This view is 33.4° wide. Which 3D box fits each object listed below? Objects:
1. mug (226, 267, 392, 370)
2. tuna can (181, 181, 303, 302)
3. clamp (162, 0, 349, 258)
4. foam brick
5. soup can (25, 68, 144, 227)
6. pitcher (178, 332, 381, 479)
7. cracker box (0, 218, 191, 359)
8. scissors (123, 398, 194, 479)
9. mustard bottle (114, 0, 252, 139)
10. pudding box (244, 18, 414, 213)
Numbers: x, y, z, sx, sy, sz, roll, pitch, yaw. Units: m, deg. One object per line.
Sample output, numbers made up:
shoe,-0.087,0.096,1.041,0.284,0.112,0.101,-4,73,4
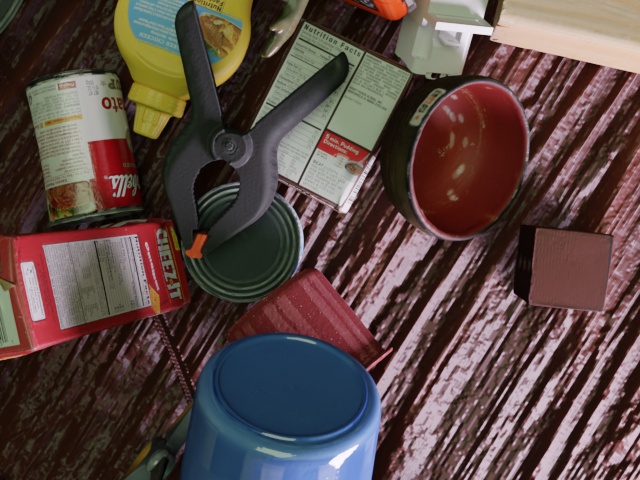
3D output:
mug,-0.020,0.080,0.744,0.117,0.093,0.081,-41,83,15
tuna can,-0.055,0.001,0.769,0.086,0.033,0.086,0,91,5
clamp,-0.050,-0.069,0.728,0.120,0.039,0.171,11,102,3
foam brick,0.164,0.018,0.730,0.051,0.078,0.053,7,92,3
soup can,-0.168,-0.065,0.761,0.068,0.068,0.102,-11,90,5
pitcher,-0.030,0.187,0.665,0.149,0.144,0.243,23,126,20
cracker box,-0.202,0.034,0.679,0.164,0.213,0.072,-11,91,17
scissors,-0.093,0.132,0.705,0.016,0.202,0.096,43,71,-4
mustard bottle,-0.092,-0.164,0.756,0.096,0.058,0.191,20,93,-6
pudding box,0.003,-0.088,0.761,0.090,0.039,0.113,28,92,5
